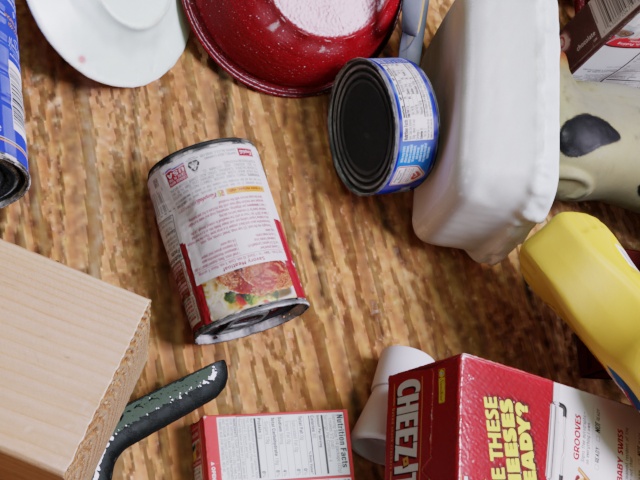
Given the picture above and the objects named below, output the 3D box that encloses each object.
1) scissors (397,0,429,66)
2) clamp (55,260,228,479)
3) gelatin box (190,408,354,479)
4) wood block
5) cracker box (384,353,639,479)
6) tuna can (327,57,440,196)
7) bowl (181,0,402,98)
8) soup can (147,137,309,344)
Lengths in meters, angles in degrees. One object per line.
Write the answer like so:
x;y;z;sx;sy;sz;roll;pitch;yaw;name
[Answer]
0.068;-0.204;0.683;0.016;0.096;0.202;7;88;6;scissors
-0.126;0.104;0.555;0.120;0.039;0.171;21;67;1;clamp
-0.025;0.134;0.595;0.089;0.030;0.073;1;69;-22;gelatin box
-0.193;0.042;0.499;0.206;0.090;0.090;22;63;0;wood block
0.133;0.169;0.600;0.213;0.072;0.164;19;63;-32;cracker box
0.039;-0.071;0.667;0.033;0.086;0.086;-6;74;-27;tuna can
-0.005;-0.170;0.666;0.161;0.055;0.162;-4;99;-24;bowl
-0.054;0.001;0.611;0.068;0.069;0.102;-12;75;-27;soup can
